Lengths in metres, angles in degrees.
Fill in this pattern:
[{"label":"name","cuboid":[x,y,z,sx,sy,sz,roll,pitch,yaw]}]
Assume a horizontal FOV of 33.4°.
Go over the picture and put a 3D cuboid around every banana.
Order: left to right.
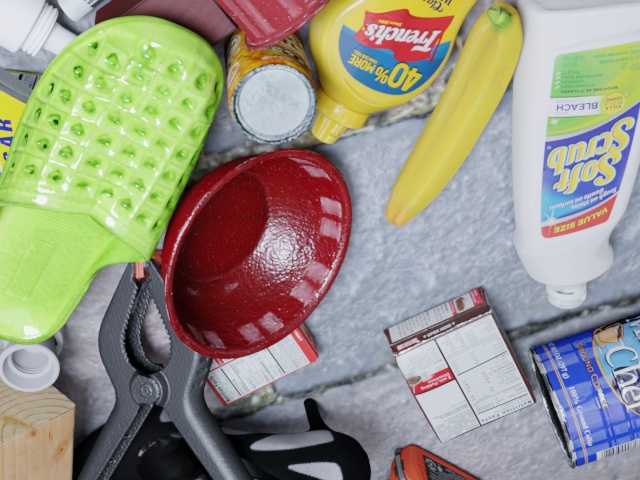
[{"label":"banana","cuboid":[0.094,-0.092,0.735,0.069,0.037,0.198,-29,152,-39]}]

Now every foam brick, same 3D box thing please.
[{"label":"foam brick","cuboid":[-0.100,-0.141,0.686,0.078,0.053,0.051,-32,120,12]}]

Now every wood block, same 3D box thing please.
[{"label":"wood block","cuboid":[-0.257,0.204,0.832,0.090,0.091,0.206,-23,134,-44]}]

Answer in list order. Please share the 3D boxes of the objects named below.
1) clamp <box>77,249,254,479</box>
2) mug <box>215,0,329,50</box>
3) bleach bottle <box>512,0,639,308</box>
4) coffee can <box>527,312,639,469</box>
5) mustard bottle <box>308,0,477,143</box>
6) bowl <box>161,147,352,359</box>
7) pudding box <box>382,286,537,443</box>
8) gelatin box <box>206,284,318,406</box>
[{"label":"clamp","cuboid":[-0.112,0.114,0.798,0.165,0.036,0.210,6,99,22]},{"label":"mug","cuboid":[-0.032,-0.171,0.620,0.093,0.117,0.081,-48,116,-5]},{"label":"bleach bottle","cuboid":[0.190,-0.060,0.770,0.102,0.068,0.251,-7,124,-1]},{"label":"coffee can","cuboid":[0.251,0.113,0.857,0.140,0.103,0.103,-19,121,4]},{"label":"mustard bottle","cuboid":[0.047,-0.146,0.699,0.096,0.058,0.192,16,119,-32]},{"label":"bowl","cuboid":[-0.055,0.001,0.753,0.161,0.055,0.162,-25,131,-32]},{"label":"pudding box","cuboid":[0.115,0.104,0.872,0.090,0.039,0.113,-25,123,7]},{"label":"gelatin box","cuboid":[-0.057,0.080,0.839,0.089,0.030,0.073,-27,122,8]}]
